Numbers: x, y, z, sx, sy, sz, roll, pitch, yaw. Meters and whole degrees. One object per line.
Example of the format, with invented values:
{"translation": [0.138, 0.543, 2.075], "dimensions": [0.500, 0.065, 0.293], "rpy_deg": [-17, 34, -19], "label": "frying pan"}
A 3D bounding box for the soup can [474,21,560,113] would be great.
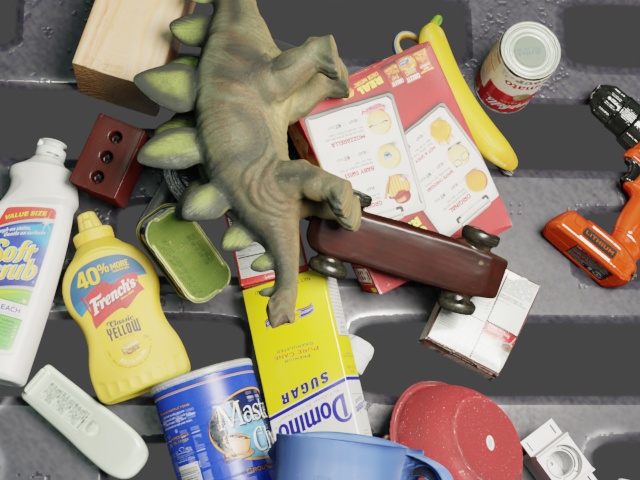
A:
{"translation": [0.213, -0.186, 1.156], "dimensions": [0.068, 0.102, 0.068], "rpy_deg": [1, 77, -6], "label": "soup can"}

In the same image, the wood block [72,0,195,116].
{"translation": [-0.185, -0.250, 1.133], "dimensions": [0.090, 0.091, 0.206], "rpy_deg": [17, 75, -3], "label": "wood block"}

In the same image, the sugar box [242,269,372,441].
{"translation": [-0.014, 0.124, 1.072], "dimensions": [0.093, 0.048, 0.176], "rpy_deg": [-18, 75, 19], "label": "sugar box"}

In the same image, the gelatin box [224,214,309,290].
{"translation": [-0.057, 0.001, 1.120], "dimensions": [0.073, 0.030, 0.089], "rpy_deg": [-12, 78, -8], "label": "gelatin box"}

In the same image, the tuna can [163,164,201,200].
{"translation": [-0.118, -0.074, 1.094], "dimensions": [0.086, 0.034, 0.086], "rpy_deg": [0, 88, -10], "label": "tuna can"}

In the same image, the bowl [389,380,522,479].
{"translation": [0.145, 0.204, 1.040], "dimensions": [0.161, 0.055, 0.162], "rpy_deg": [22, 50, -30], "label": "bowl"}

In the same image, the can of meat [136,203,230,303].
{"translation": [-0.136, 0.013, 1.068], "dimensions": [0.057, 0.084, 0.102], "rpy_deg": [-37, 99, -9], "label": "can of meat"}

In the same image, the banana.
{"translation": [0.152, -0.161, 1.157], "dimensions": [0.069, 0.037, 0.198], "rpy_deg": [-17, 78, -36], "label": "banana"}

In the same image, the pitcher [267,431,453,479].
{"translation": [0.023, 0.290, 0.922], "dimensions": [0.145, 0.149, 0.243], "rpy_deg": [8, 79, -13], "label": "pitcher"}

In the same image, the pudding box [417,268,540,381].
{"translation": [0.167, 0.077, 1.123], "dimensions": [0.090, 0.039, 0.113], "rpy_deg": [27, 74, 1], "label": "pudding box"}

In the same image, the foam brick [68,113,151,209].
{"translation": [-0.211, -0.080, 1.083], "dimensions": [0.053, 0.051, 0.078], "rpy_deg": [22, 83, 6], "label": "foam brick"}

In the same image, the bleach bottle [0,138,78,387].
{"translation": [-0.311, 0.015, 1.074], "dimensions": [0.102, 0.068, 0.251], "rpy_deg": [13, 74, -3], "label": "bleach bottle"}

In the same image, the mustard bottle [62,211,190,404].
{"translation": [-0.206, 0.061, 1.075], "dimensions": [0.096, 0.058, 0.191], "rpy_deg": [-20, 80, -5], "label": "mustard bottle"}

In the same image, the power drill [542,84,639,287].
{"translation": [0.327, -0.057, 1.161], "dimensions": [0.184, 0.057, 0.187], "rpy_deg": [41, 76, 4], "label": "power drill"}

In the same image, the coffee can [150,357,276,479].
{"translation": [-0.096, 0.196, 1.033], "dimensions": [0.102, 0.103, 0.140], "rpy_deg": [-16, 79, -10], "label": "coffee can"}

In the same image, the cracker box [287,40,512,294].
{"translation": [0.077, -0.075, 1.109], "dimensions": [0.164, 0.072, 0.213], "rpy_deg": [-26, 96, -12], "label": "cracker box"}

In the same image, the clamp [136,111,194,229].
{"translation": [-0.146, -0.086, 1.127], "dimensions": [0.171, 0.039, 0.120], "rpy_deg": [-20, 86, -3], "label": "clamp"}
